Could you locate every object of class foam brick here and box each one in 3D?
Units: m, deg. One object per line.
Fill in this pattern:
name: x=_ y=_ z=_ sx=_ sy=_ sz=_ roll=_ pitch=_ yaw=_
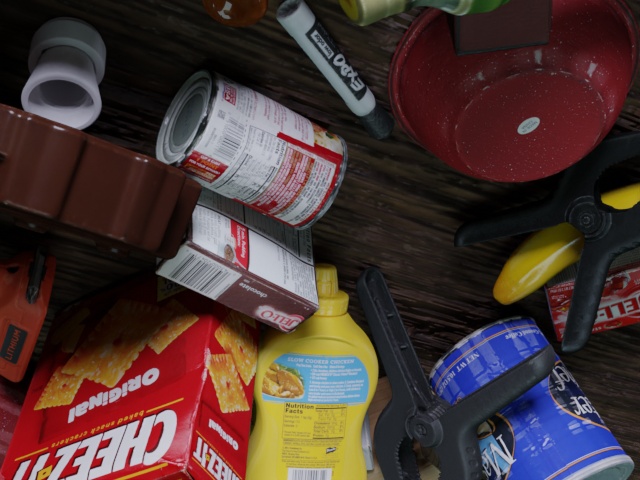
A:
foam brick: x=0.092 y=-0.146 z=0.577 sx=0.051 sy=0.078 sz=0.053 roll=-8 pitch=141 yaw=2

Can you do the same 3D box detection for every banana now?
banana: x=0.213 y=-0.003 z=0.761 sx=0.198 sy=0.069 sz=0.037 roll=-12 pitch=171 yaw=24

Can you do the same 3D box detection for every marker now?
marker: x=0.012 y=-0.103 z=0.661 sx=0.020 sy=0.020 sz=0.121 roll=-24 pitch=135 yaw=20

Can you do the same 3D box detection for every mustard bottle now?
mustard bottle: x=-0.007 y=0.112 z=0.798 sx=0.096 sy=0.058 sz=0.192 roll=4 pitch=102 yaw=-10

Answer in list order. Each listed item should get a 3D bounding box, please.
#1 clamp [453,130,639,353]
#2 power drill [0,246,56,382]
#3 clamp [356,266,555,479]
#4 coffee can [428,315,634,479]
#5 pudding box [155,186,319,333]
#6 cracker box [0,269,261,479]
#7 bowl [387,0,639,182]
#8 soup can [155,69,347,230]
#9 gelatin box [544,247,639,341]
clamp: x=0.175 y=-0.018 z=0.735 sx=0.120 sy=0.039 sz=0.172 roll=35 pitch=109 yaw=8
power drill: x=-0.290 y=0.044 z=0.742 sx=0.187 sy=0.057 sz=0.185 roll=15 pitch=136 yaw=-19
clamp: x=0.094 y=0.135 z=0.806 sx=0.165 sy=0.036 sz=0.210 roll=17 pitch=117 yaw=36
coffee can: x=0.164 y=0.145 z=0.843 sx=0.102 sy=0.140 sz=0.103 roll=-22 pitch=149 yaw=-14
pudding box: x=-0.055 y=0.001 z=0.718 sx=0.113 sy=0.090 sz=0.039 roll=30 pitch=126 yaw=-32
cracker box: x=-0.130 y=0.114 z=0.743 sx=0.164 sy=0.213 sz=0.072 roll=-22 pitch=124 yaw=20
bowl: x=0.125 y=-0.087 z=0.663 sx=0.162 sy=0.055 sz=0.162 roll=-3 pitch=138 yaw=-3
soup can: x=-0.043 y=-0.056 z=0.671 sx=0.102 sy=0.068 sz=0.069 roll=24 pitch=131 yaw=-29
gelatin box: x=0.222 y=0.039 z=0.834 sx=0.089 sy=0.030 sz=0.073 roll=-14 pitch=138 yaw=10
